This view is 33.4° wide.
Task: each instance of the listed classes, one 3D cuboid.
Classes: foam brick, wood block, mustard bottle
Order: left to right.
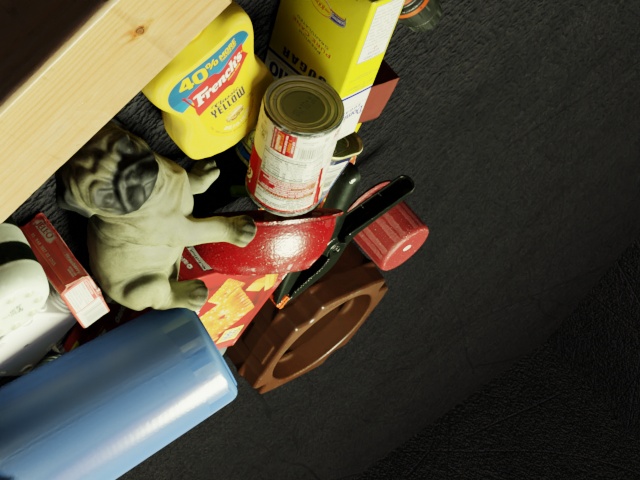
[{"bbox_3d":[-0.168,-0.117,0.645,0.206,0.090,0.090,-42,160,5],"label":"wood block"},{"bbox_3d":[-0.091,-0.135,0.803,0.096,0.058,0.191,-40,161,-6],"label":"mustard bottle"},{"bbox_3d":[0.022,-0.149,0.962,0.052,0.078,0.051,-23,156,-41],"label":"foam brick"}]

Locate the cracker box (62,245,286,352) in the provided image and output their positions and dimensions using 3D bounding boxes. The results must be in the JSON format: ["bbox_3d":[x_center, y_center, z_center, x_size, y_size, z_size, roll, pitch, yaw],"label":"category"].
[{"bbox_3d":[-0.143,0.062,1.128,0.213,0.072,0.164,-14,148,-52],"label":"cracker box"}]

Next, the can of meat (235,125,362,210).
[{"bbox_3d":[-0.022,-0.087,0.981,0.057,0.102,0.084,-22,155,-45],"label":"can of meat"}]

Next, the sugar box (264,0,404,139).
[{"bbox_3d":[0.006,-0.165,0.869,0.048,0.093,0.176,-28,158,-31],"label":"sugar box"}]

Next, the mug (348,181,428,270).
[{"bbox_3d":[0.083,-0.010,1.391,0.093,0.081,0.117,-31,159,-26],"label":"mug"}]

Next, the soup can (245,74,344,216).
[{"bbox_3d":[-0.022,-0.077,0.879,0.068,0.068,0.102,-30,155,-30],"label":"soup can"}]

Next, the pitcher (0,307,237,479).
[{"bbox_3d":[-0.205,0.152,0.973,0.242,0.149,0.145,-30,152,-9],"label":"pitcher"}]

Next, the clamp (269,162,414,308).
[{"bbox_3d":[0.016,-0.006,1.213,0.210,0.036,0.164,-51,156,24],"label":"clamp"}]

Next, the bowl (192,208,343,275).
[{"bbox_3d":[-0.057,0.001,1.035,0.162,0.055,0.162,-3,-175,0],"label":"bowl"}]

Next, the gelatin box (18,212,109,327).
[{"bbox_3d":[-0.216,0.026,0.898,0.030,0.073,0.089,-35,160,-13],"label":"gelatin box"}]
